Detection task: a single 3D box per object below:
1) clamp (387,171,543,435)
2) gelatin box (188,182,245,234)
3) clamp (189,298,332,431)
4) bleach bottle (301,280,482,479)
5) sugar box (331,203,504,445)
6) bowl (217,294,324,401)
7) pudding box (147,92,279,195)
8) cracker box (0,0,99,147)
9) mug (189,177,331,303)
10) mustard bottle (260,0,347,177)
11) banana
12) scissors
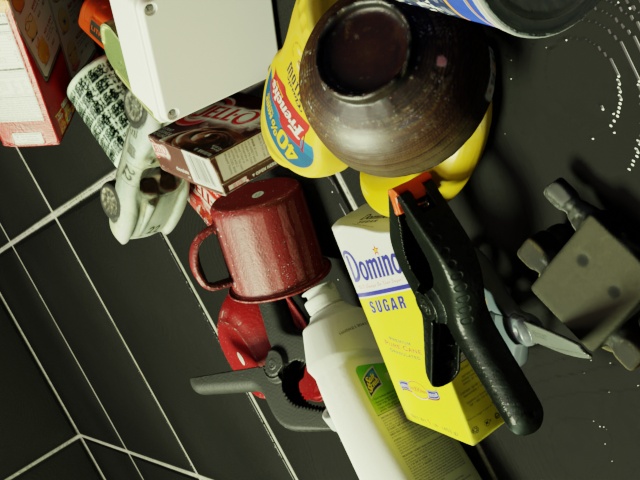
[{"bbox_3d":[0.079,0.040,0.688,0.120,0.039,0.171,-3,110,65],"label":"clamp"},{"bbox_3d":[-0.098,-0.041,1.038,0.089,0.030,0.073,48,154,23],"label":"gelatin box"},{"bbox_3d":[-0.040,0.123,1.004,0.210,0.036,0.165,42,113,37],"label":"clamp"},{"bbox_3d":[0.059,0.148,0.887,0.068,0.102,0.251,-37,75,40],"label":"bleach bottle"},{"bbox_3d":[0.074,0.060,0.797,0.093,0.048,0.176,7,125,61],"label":"sugar box"},{"bbox_3d":[-0.060,0.111,1.109,0.162,0.055,0.162,45,153,31],"label":"bowl"},{"bbox_3d":[-0.076,-0.082,0.873,0.114,0.090,0.039,26,142,51],"label":"pudding box"},{"bbox_3d":[-0.297,-0.225,1.061,0.164,0.072,0.214,-80,-16,-49],"label":"cracker box"},{"bbox_3d":[-0.056,0.001,0.904,0.093,0.117,0.081,-145,36,-66],"label":"mug"},{"bbox_3d":[-0.002,-0.098,0.746,0.096,0.058,0.192,67,159,13],"label":"mustard bottle"},{"bbox_3d":[0.065,-0.053,0.694,0.069,0.037,0.198,60,156,-2],"label":"banana"},{"bbox_3d":[0.118,0.038,0.658,0.202,0.016,0.096,97,148,-78],"label":"scissors"}]
